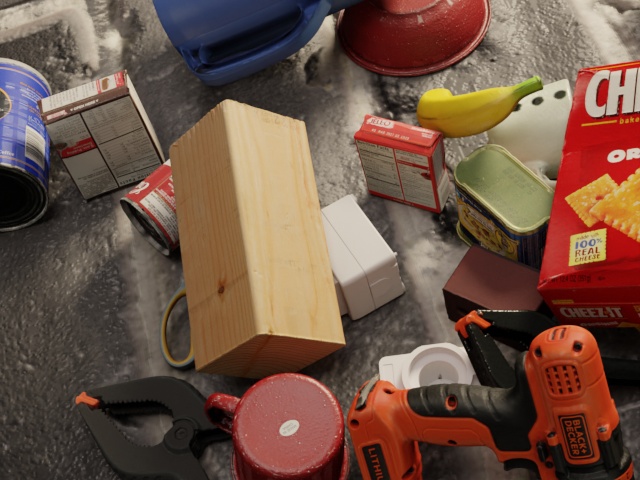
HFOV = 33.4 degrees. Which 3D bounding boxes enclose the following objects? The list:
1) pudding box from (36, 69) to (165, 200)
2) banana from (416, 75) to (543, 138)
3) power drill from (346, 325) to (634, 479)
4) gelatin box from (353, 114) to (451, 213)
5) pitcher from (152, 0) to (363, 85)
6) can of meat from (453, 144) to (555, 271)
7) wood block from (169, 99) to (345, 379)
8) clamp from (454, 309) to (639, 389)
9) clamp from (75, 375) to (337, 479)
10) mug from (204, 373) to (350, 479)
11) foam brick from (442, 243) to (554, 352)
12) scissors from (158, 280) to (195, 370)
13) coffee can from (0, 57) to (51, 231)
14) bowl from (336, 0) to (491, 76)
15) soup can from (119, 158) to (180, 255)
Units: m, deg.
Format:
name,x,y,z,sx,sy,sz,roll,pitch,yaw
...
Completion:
name,x,y,z,sx,sy,sz,roll,pitch,yaw
pudding box,-0.207,-0.099,1.021,0.090,0.113,0.039,-20,51,-2
banana,0.123,-0.114,0.939,0.069,0.037,0.198,-21,12,-15
power drill,0.124,0.156,0.760,0.188,0.184,0.057,-11,15,22
gelatin box,0.074,-0.068,0.946,0.073,0.089,0.030,17,61,23
pitcher,-0.037,-0.258,1.046,0.243,0.149,0.144,-16,15,22
can of meat,0.158,-0.020,0.897,0.057,0.084,0.102,-36,55,-12
wood block,-0.056,0.001,0.883,0.091,0.090,0.206,-33,57,41
clamp,0.183,0.100,0.802,0.171,0.039,0.120,43,60,0
clamp,-0.107,0.172,0.855,0.210,0.036,0.164,10,58,15
mug,-0.034,0.144,0.793,0.117,0.081,0.093,26,63,14
foam brick,0.148,0.048,0.871,0.078,0.053,0.051,23,64,27
scissors,-0.087,0.017,0.935,0.096,0.016,0.201,12,78,8
coffee can,-0.318,-0.094,1.051,0.103,0.103,0.140,-12,54,5
bowl,0.091,-0.244,1.087,0.162,0.055,0.162,-6,55,9
soup can,-0.125,-0.044,0.991,0.102,0.068,0.069,-42,57,-17
